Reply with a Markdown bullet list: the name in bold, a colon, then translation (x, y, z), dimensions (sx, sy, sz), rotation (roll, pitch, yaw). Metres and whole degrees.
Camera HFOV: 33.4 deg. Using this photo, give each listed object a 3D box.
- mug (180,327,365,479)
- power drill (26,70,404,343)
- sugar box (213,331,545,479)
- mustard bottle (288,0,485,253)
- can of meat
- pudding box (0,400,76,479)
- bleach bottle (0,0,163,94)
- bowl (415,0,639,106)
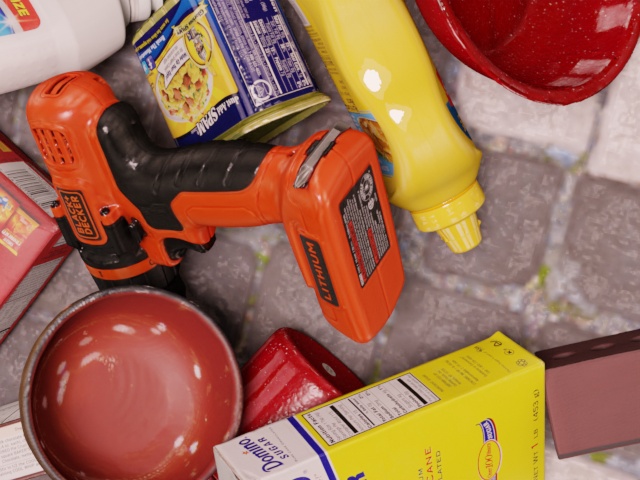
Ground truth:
- **mug**: translation (-0.010, 0.110, 0.611), dimensions (0.117, 0.093, 0.081), rotation (38, 97, -27)
- **power drill**: translation (-0.054, 0.001, 0.559), dimensions (0.188, 0.057, 0.184), rotation (7, 134, 28)
- **sugar box**: translation (0.037, 0.122, 0.561), dimensions (0.176, 0.048, 0.093), rotation (-21, 120, -24)
- **mustard bottle**: translation (0.038, -0.079, 0.566), dimensions (0.058, 0.096, 0.191), rotation (-28, 104, -1)
- **can of meat**: translation (-0.053, -0.093, 0.584), dimensions (0.102, 0.057, 0.084), rotation (-24, 91, 54)
- **pudding box**: translation (-0.175, 0.117, 0.630), dimensions (0.113, 0.090, 0.039), rotation (-19, 93, 10)
- **bleach bottle**: translation (-0.211, -0.120, 0.576), dimensions (0.250, 0.068, 0.102), rotation (-16, 68, -22)
- **bowl**: translation (0.096, -0.146, 0.549), dimensions (0.161, 0.055, 0.162), rotation (2, 86, -34)
